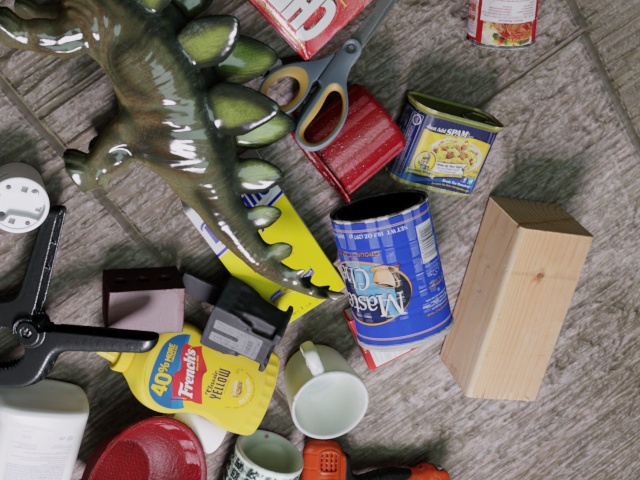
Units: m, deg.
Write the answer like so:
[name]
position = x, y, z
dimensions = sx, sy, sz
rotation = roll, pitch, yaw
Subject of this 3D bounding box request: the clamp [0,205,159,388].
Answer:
[clamp]
position = -0.269, 0.089, 1.037
dimensions = 0.210, 0.036, 0.164
rotation = -41, 93, 17

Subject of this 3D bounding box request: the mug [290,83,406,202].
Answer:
[mug]
position = 0.021, -0.107, 1.041
dimensions = 0.081, 0.093, 0.117
rotation = -40, 92, -2

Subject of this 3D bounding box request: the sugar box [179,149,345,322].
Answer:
[sugar box]
position = -0.057, 0.002, 1.087
dimensions = 0.093, 0.048, 0.176
rotation = -34, 122, 2

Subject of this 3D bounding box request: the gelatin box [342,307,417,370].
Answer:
[gelatin box]
position = 0.079, 0.093, 1.186
dimensions = 0.089, 0.030, 0.073
rotation = -26, 119, -4

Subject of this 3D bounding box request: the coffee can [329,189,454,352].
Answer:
[coffee can]
position = 0.073, 0.030, 1.092
dimensions = 0.102, 0.103, 0.140
rotation = -16, 105, -10

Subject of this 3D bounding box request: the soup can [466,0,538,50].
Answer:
[soup can]
position = 0.178, -0.242, 1.029
dimensions = 0.068, 0.068, 0.102
rotation = -6, 116, -15

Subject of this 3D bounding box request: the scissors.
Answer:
[scissors]
position = 0.008, -0.180, 1.012
dimensions = 0.096, 0.016, 0.201
rotation = 19, 77, 6

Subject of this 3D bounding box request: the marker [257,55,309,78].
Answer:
[marker]
position = -0.069, -0.162, 1.017
dimensions = 0.121, 0.020, 0.020
rotation = -9, 118, -14

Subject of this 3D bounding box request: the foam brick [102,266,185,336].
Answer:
[foam brick]
position = -0.179, 0.061, 1.074
dimensions = 0.078, 0.053, 0.051
rotation = -3, 116, -18

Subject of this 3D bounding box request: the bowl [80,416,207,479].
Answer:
[bowl]
position = -0.196, 0.258, 1.116
dimensions = 0.161, 0.055, 0.162
rotation = -11, 105, -47

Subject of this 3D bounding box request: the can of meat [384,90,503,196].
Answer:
[can of meat]
position = 0.123, -0.097, 1.091
dimensions = 0.102, 0.057, 0.084
rotation = 11, 113, -23

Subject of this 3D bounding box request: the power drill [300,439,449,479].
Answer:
[power drill]
position = 0.059, 0.327, 1.243
dimensions = 0.187, 0.057, 0.184
rotation = 7, 82, -26

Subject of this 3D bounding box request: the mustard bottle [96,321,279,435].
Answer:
[mustard bottle]
position = -0.143, 0.135, 1.117
dimensions = 0.191, 0.058, 0.096
rotation = 20, 90, -24

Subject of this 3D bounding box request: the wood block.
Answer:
[wood block]
position = 0.213, 0.066, 1.181
dimensions = 0.090, 0.090, 0.206
rotation = 6, 114, -20

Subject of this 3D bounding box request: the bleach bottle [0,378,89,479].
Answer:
[bleach bottle]
position = -0.322, 0.265, 1.124
dimensions = 0.102, 0.068, 0.251
rotation = 11, 114, -25
